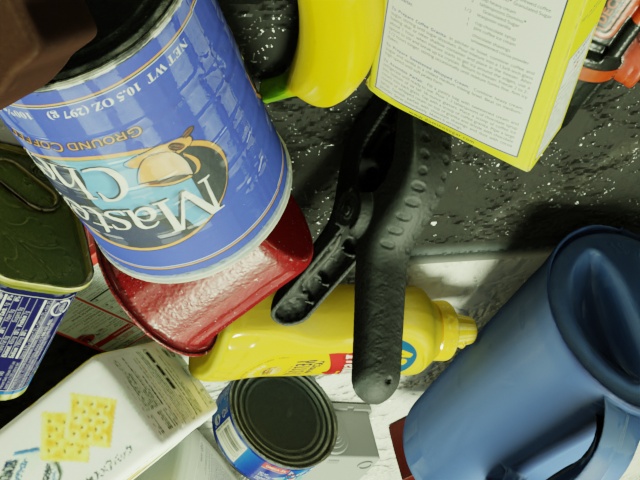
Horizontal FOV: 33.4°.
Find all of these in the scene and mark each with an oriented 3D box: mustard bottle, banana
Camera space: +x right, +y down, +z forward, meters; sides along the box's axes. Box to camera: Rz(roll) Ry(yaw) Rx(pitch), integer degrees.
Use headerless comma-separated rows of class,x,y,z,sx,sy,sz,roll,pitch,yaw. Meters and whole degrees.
mustard bottle,0.015,0.059,0.693,0.191,0.058,0.096,1,156,-23
banana,-0.008,-0.118,0.451,0.070,0.037,0.198,7,144,11

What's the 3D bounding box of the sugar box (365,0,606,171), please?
sugar box,0.076,-0.118,0.450,0.093,0.048,0.176,29,143,16

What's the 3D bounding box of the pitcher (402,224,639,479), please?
pitcher,0.151,0.113,0.736,0.149,0.145,0.243,-17,157,-33

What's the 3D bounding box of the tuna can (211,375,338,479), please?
tuna can,-0.032,0.128,0.749,0.086,0.086,0.034,11,139,-31

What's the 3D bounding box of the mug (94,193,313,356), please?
mug,-0.054,0.001,0.578,0.082,0.093,0.117,-36,170,20

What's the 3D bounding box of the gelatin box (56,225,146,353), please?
gelatin box,-0.127,0.028,0.629,0.073,0.030,0.089,-32,142,21

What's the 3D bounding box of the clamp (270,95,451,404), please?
clamp,0.022,-0.009,0.571,0.039,0.120,0.171,16,91,-37

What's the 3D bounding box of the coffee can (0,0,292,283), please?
coffee can,-0.080,-0.060,0.463,0.103,0.103,0.140,-18,144,5

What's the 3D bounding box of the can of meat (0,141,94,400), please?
can of meat,-0.159,0.015,0.527,0.057,0.102,0.084,12,127,-33
